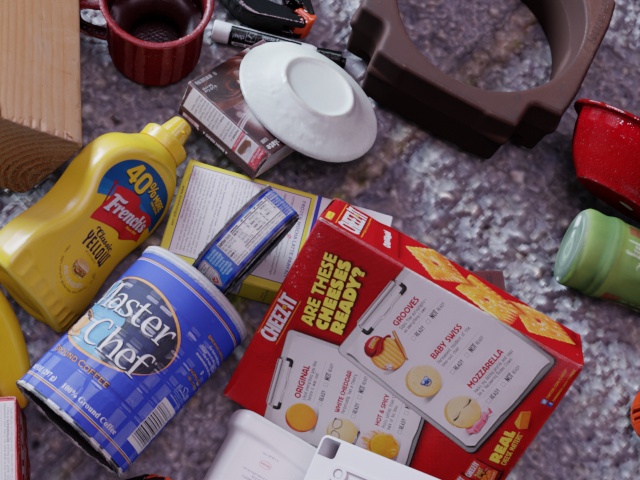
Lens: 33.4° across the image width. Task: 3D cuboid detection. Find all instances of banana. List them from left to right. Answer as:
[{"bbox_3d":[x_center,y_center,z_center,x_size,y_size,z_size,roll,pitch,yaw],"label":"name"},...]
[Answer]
[{"bbox_3d":[-0.270,0.042,0.776,0.197,0.037,0.069,48,68,-29],"label":"banana"}]

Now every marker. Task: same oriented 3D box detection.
[{"bbox_3d":[-0.036,-0.171,0.945,0.121,0.020,0.020,13,69,-5],"label":"marker"}]

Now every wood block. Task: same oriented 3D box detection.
[{"bbox_3d":[-0.247,-0.154,0.834,0.090,0.090,0.206,18,55,-41],"label":"wood block"}]

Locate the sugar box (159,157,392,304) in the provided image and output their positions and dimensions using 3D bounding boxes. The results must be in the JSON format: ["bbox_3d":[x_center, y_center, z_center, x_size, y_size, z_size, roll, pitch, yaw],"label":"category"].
[{"bbox_3d":[-0.037,0.004,0.868,0.176,0.048,0.093,17,68,-7],"label":"sugar box"}]

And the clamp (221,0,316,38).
[{"bbox_3d":[-0.081,-0.239,0.951,0.120,0.039,0.171,-39,81,-18],"label":"clamp"}]

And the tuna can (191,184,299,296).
[{"bbox_3d":[-0.055,0.001,0.794,0.034,0.086,0.086,43,69,2],"label":"tuna can"}]

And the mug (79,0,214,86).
[{"bbox_3d":[-0.150,-0.183,0.895,0.117,0.081,0.093,2,70,-9],"label":"mug"}]

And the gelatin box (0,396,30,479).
[{"bbox_3d":[-0.226,0.163,0.763,0.030,0.073,0.089,-3,71,-11],"label":"gelatin box"}]

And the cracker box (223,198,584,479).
[{"bbox_3d":[0.061,0.092,0.797,0.213,0.072,0.164,30,110,2],"label":"cracker box"}]

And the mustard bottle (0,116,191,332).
[{"bbox_3d":[-0.167,-0.026,0.830,0.058,0.096,0.191,23,63,34],"label":"mustard bottle"}]

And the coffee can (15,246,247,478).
[{"bbox_3d":[-0.137,0.088,0.789,0.103,0.103,0.140,40,69,6],"label":"coffee can"}]

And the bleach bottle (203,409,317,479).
[{"bbox_3d":[-0.079,0.254,0.762,0.102,0.068,0.250,31,70,0],"label":"bleach bottle"}]

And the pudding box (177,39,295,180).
[{"bbox_3d":[-0.051,-0.111,0.889,0.090,0.039,0.113,41,45,7],"label":"pudding box"}]
